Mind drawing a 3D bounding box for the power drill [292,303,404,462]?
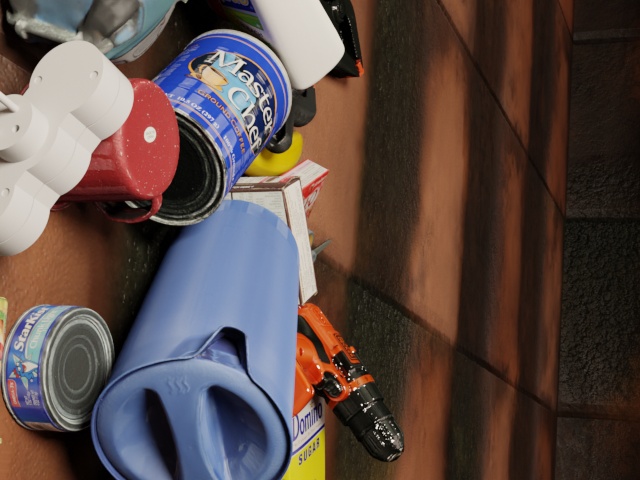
[{"bbox_3d":[-0.006,0.134,1.008,0.184,0.057,0.187,52,13,22],"label":"power drill"}]

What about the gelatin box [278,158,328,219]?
[{"bbox_3d":[-0.030,-0.033,1.044,0.073,0.030,0.089,-67,169,26],"label":"gelatin box"}]

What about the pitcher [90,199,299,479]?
[{"bbox_3d":[-0.082,0.079,0.797,0.145,0.149,0.242,61,18,-26],"label":"pitcher"}]

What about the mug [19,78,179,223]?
[{"bbox_3d":[-0.146,-0.058,0.730,0.093,0.082,0.117,-66,148,-45],"label":"mug"}]

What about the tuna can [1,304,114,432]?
[{"bbox_3d":[-0.175,0.086,0.721,0.086,0.034,0.086,0,90,-68],"label":"tuna can"}]

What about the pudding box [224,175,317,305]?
[{"bbox_3d":[-0.056,0.001,0.940,0.039,0.090,0.113,-46,131,-59],"label":"pudding box"}]

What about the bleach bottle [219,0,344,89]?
[{"bbox_3d":[-0.064,-0.229,0.829,0.068,0.103,0.250,-43,141,-8],"label":"bleach bottle"}]

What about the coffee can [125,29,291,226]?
[{"bbox_3d":[-0.093,-0.091,0.832,0.140,0.103,0.103,-59,142,-52],"label":"coffee can"}]

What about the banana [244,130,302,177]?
[{"bbox_3d":[-0.058,-0.092,1.007,0.197,0.037,0.069,22,70,-66],"label":"banana"}]

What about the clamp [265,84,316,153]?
[{"bbox_3d":[-0.038,-0.134,1.016,0.171,0.039,0.120,-6,75,-67],"label":"clamp"}]
